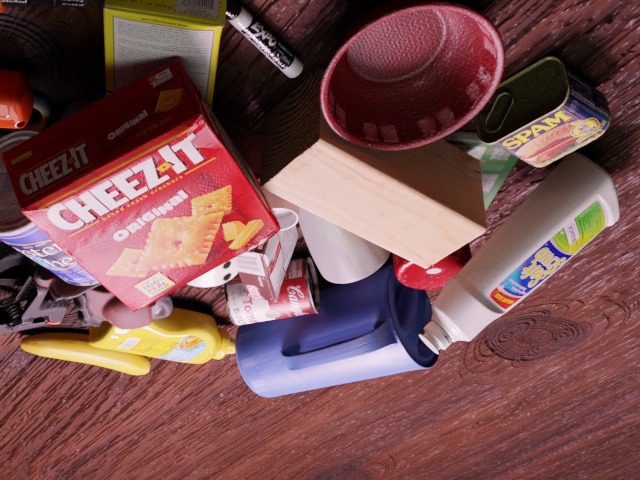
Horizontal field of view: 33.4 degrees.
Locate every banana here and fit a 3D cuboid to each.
[{"bbox_3d":[-0.297,0.153,1.420,0.197,0.037,0.070,23,139,-40],"label":"banana"}]

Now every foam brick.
[{"bbox_3d":[-0.097,-0.079,1.030,0.078,0.051,0.053,17,143,-34],"label":"foam brick"}]

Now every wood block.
[{"bbox_3d":[0.051,-0.064,1.014,0.205,0.091,0.090,25,137,-31],"label":"wood block"}]

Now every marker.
[{"bbox_3d":[-0.054,-0.175,0.901,0.020,0.020,0.121,-21,147,25],"label":"marker"}]

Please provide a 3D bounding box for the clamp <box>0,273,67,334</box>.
[{"bbox_3d":[-0.339,0.077,1.211,0.165,0.036,0.209,-22,171,15],"label":"clamp"}]

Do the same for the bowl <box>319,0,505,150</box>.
[{"bbox_3d":[0.072,-0.152,0.908,0.162,0.055,0.162,-11,142,-9],"label":"bowl"}]

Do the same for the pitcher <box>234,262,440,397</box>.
[{"bbox_3d":[0.013,0.121,1.319,0.243,0.145,0.149,-19,141,27],"label":"pitcher"}]

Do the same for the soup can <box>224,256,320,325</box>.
[{"bbox_3d":[-0.057,0.060,1.267,0.102,0.068,0.068,-10,150,9],"label":"soup can"}]

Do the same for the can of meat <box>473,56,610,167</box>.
[{"bbox_3d":[0.211,-0.118,1.009,0.102,0.057,0.083,-29,146,36],"label":"can of meat"}]

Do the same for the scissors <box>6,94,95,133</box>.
[{"bbox_3d":[-0.285,-0.085,1.024,0.096,0.016,0.202,21,141,-38],"label":"scissors"}]

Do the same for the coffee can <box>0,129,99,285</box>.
[{"bbox_3d":[-0.251,-0.028,1.009,0.103,0.103,0.140,-14,154,15],"label":"coffee can"}]

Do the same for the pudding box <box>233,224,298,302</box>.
[{"bbox_3d":[-0.057,0.002,1.135,0.039,0.090,0.113,11,153,11],"label":"pudding box"}]

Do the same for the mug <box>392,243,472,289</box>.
[{"bbox_3d":[0.125,0.005,1.154,0.093,0.081,0.117,-24,143,33],"label":"mug"}]

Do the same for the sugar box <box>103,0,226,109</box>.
[{"bbox_3d":[-0.132,-0.149,0.892,0.093,0.048,0.176,8,156,-7],"label":"sugar box"}]

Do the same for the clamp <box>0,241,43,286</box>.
[{"bbox_3d":[-0.295,0.022,1.189,0.171,0.039,0.120,-13,145,8],"label":"clamp"}]

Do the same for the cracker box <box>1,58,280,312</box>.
[{"bbox_3d":[-0.144,-0.037,0.920,0.164,0.072,0.213,-28,150,2],"label":"cracker box"}]

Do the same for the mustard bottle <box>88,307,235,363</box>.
[{"bbox_3d":[-0.189,0.119,1.356,0.191,0.058,0.096,16,143,-33],"label":"mustard bottle"}]

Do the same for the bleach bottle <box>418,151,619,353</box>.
[{"bbox_3d":[0.202,0.025,1.113,0.250,0.068,0.102,-44,146,-8],"label":"bleach bottle"}]
